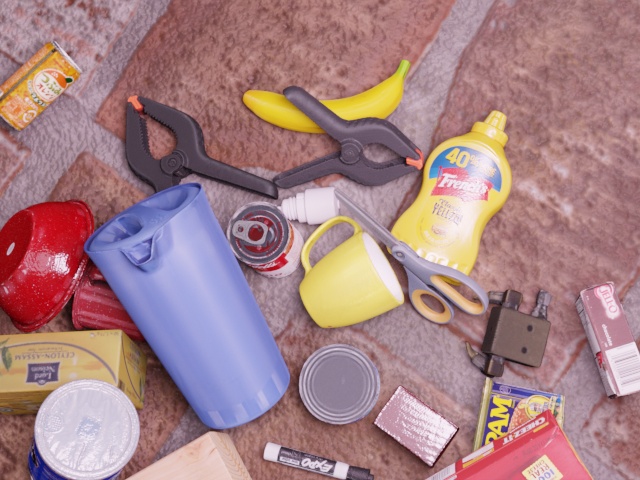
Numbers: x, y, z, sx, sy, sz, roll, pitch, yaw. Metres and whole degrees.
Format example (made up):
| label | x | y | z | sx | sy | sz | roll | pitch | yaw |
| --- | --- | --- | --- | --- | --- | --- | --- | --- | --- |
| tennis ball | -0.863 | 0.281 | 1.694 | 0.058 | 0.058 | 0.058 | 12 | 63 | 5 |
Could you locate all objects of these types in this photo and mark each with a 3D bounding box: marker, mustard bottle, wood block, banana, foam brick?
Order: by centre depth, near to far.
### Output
| label | x | y | z | sx | sy | sz | roll | pitch | yaw |
| --- | --- | --- | --- | --- | --- | --- | --- | --- | --- |
| foam brick | 0.101 | 0.196 | 1.126 | 0.078 | 0.053 | 0.051 | 35 | 86 | 14 |
| wood block | -0.177 | 0.293 | 1.134 | 0.206 | 0.090 | 0.091 | -30 | 76 | 2 |
| marker | -0.001 | 0.242 | 1.151 | 0.121 | 0.020 | 0.020 | 13 | 81 | 12 |
| mustard bottle | 0.154 | -0.054 | 1.163 | 0.096 | 0.058 | 0.191 | 26 | 84 | 12 |
| banana | 0.010 | -0.154 | 1.219 | 0.198 | 0.037 | 0.069 | -9 | 63 | 7 |

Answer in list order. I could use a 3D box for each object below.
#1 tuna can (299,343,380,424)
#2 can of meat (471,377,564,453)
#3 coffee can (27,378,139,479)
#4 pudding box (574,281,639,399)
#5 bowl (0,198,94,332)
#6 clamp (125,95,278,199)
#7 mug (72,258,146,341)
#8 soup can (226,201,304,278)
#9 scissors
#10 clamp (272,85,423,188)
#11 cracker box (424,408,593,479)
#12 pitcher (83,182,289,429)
| label | x | y | z | sx | sy | sz | roll | pitch | yaw |
| --- | --- | --- | --- | --- | --- | --- | --- | --- | --- |
| tuna can | 0.022 | 0.156 | 1.156 | 0.086 | 0.033 | 0.086 | -2 | 79 | 9 |
| can of meat | 0.204 | 0.201 | 1.107 | 0.084 | 0.057 | 0.102 | 11 | 82 | 8 |
| coffee can | -0.249 | 0.213 | 1.111 | 0.102 | 0.140 | 0.103 | 7 | 65 | -15 |
| pudding box | 0.297 | 0.104 | 1.093 | 0.039 | 0.090 | 0.113 | -17 | 78 | 7 |
| bowl | -0.321 | 0.017 | 1.183 | 0.162 | 0.055 | 0.162 | -27 | 49 | 36 |
| clamp | -0.170 | -0.075 | 1.230 | 0.164 | 0.036 | 0.210 | -41 | 74 | 0 |
| mug | -0.219 | 0.059 | 1.175 | 0.081 | 0.117 | 0.093 | 14 | 65 | 7 |
| soup can | -0.058 | 0.001 | 1.163 | 0.068 | 0.102 | 0.068 | -2 | 79 | 9 |
| scissors | 0.084 | 0.025 | 1.130 | 0.202 | 0.096 | 0.016 | 33 | 52 | 0 |
| clamp | 0.029 | -0.112 | 1.184 | 0.171 | 0.039 | 0.120 | 1 | 121 | 6 |
| cracker box | 0.213 | 0.300 | 1.043 | 0.164 | 0.072 | 0.213 | -32 | 92 | 8 |
| pitcher | -0.129 | 0.067 | 1.115 | 0.149 | 0.145 | 0.243 | -43 | 115 | -37 |
